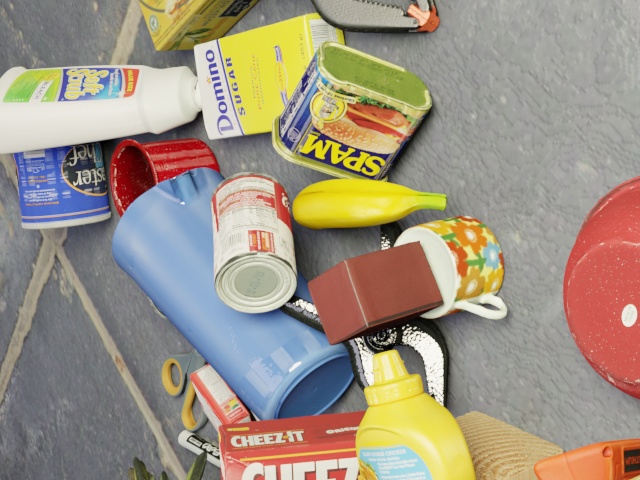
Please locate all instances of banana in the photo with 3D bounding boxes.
[{"bbox_3d":[0.018,-0.025,0.860,0.198,0.069,0.037,0,75,61],"label":"banana"}]

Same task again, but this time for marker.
[{"bbox_3d":[-0.114,0.233,1.154,0.121,0.020,0.020,17,112,48],"label":"marker"}]

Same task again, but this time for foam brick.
[{"bbox_3d":[0.040,0.039,0.783,0.053,0.078,0.051,-33,75,50],"label":"foam brick"}]

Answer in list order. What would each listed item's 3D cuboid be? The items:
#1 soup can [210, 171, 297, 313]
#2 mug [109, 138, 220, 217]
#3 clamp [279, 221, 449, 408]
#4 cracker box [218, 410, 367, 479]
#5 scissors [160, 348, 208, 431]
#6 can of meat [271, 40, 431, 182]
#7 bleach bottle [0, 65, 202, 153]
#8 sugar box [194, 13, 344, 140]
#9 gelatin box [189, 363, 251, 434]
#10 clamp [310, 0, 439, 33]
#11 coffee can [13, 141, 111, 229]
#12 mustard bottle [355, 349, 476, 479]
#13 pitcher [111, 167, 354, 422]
[{"bbox_3d":[-0.056,0.001,0.879,0.102,0.068,0.069,-98,26,-47],"label":"soup can"},{"bbox_3d":[-0.158,-0.050,1.084,0.093,0.081,0.117,45,131,34],"label":"mug"},{"bbox_3d":[0.041,0.078,0.870,0.120,0.039,0.171,-28,75,12],"label":"clamp"},{"bbox_3d":[0.003,0.259,0.897,0.072,0.164,0.214,-128,35,-75],"label":"cracker box"},{"bbox_3d":[-0.138,0.113,1.156,0.096,0.016,0.202,33,124,41],"label":"scissors"},{"bbox_3d":[0.025,-0.098,0.834,0.057,0.102,0.084,-94,28,-46],"label":"can of meat"},{"bbox_3d":[-0.215,-0.143,1.084,0.251,0.102,0.068,-4,129,20],"label":"bleach bottle"},{"bbox_3d":[-0.046,-0.142,0.952,0.177,0.048,0.093,-2,98,50],"label":"sugar box"},{"bbox_3d":[-0.095,0.175,1.082,0.073,0.030,0.089,50,163,31],"label":"gelatin box"},{"bbox_3d":[0.013,-0.237,0.833,0.210,0.036,0.165,34,104,20],"label":"clamp"},{"bbox_3d":[-0.302,-0.089,1.234,0.103,0.102,0.140,4,102,50],"label":"coffee can"},{"bbox_3d":[0.069,0.170,0.738,0.096,0.058,0.191,-21,83,56],"label":"mustard bottle"},{"bbox_3d":[-0.076,0.061,0.987,0.145,0.149,0.243,-50,60,12],"label":"pitcher"}]
